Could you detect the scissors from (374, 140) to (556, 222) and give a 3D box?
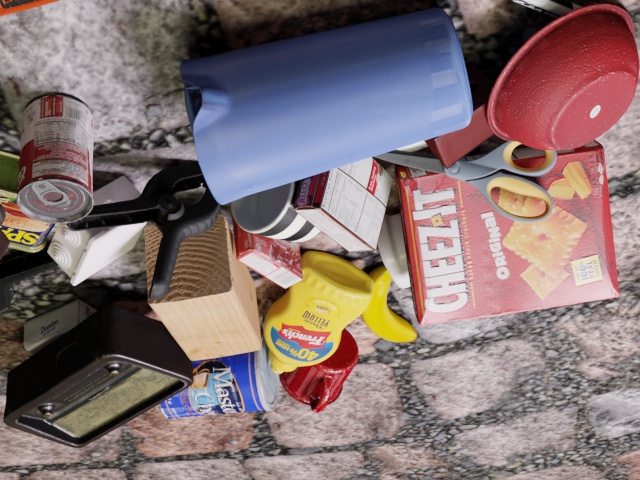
[{"bbox_3d":[0.147,-0.086,1.063,0.201,0.096,0.016,27,-178,-1],"label":"scissors"}]

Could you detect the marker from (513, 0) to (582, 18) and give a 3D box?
[{"bbox_3d":[0.181,-0.213,0.929,0.120,0.020,0.020,14,142,-29],"label":"marker"}]

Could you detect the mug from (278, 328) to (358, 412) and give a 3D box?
[{"bbox_3d":[0.000,0.169,1.403,0.093,0.117,0.082,14,138,-14],"label":"mug"}]

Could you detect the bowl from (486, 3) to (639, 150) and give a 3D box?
[{"bbox_3d":[0.235,-0.135,0.978,0.162,0.055,0.162,-22,147,-16],"label":"bowl"}]

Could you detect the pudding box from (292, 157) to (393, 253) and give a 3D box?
[{"bbox_3d":[0.025,-0.049,1.085,0.039,0.090,0.113,0,156,38],"label":"pudding box"}]

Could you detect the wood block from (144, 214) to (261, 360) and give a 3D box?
[{"bbox_3d":[-0.128,0.058,1.197,0.090,0.091,0.206,-9,156,2],"label":"wood block"}]

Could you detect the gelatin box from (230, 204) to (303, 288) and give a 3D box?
[{"bbox_3d":[-0.058,0.001,1.168,0.030,0.073,0.089,-27,141,26],"label":"gelatin box"}]

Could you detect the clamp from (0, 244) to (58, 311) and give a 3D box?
[{"bbox_3d":[-0.392,0.038,1.197,0.164,0.036,0.210,18,140,-34],"label":"clamp"}]

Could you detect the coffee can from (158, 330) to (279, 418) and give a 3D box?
[{"bbox_3d":[-0.133,0.174,1.382,0.140,0.103,0.103,-6,148,11],"label":"coffee can"}]

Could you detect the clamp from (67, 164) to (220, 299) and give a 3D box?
[{"bbox_3d":[-0.164,-0.029,1.059,0.120,0.171,0.039,37,139,-1],"label":"clamp"}]

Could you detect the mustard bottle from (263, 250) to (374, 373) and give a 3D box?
[{"bbox_3d":[-0.017,0.101,1.308,0.096,0.058,0.192,23,130,-11],"label":"mustard bottle"}]

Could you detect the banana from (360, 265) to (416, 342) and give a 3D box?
[{"bbox_3d":[0.083,0.087,1.359,0.069,0.037,0.198,-8,147,4],"label":"banana"}]

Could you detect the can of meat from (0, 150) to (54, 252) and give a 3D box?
[{"bbox_3d":[-0.310,-0.040,1.075,0.101,0.057,0.084,15,139,-30],"label":"can of meat"}]

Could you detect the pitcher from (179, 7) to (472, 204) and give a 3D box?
[{"bbox_3d":[0.007,-0.122,0.953,0.243,0.149,0.145,-14,119,5],"label":"pitcher"}]

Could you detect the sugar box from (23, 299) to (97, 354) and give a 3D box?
[{"bbox_3d":[-0.286,0.141,1.368,0.093,0.048,0.176,-23,145,23],"label":"sugar box"}]

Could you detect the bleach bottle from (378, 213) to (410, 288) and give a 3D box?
[{"bbox_3d":[0.193,-0.018,1.195,0.251,0.068,0.102,-17,150,11],"label":"bleach bottle"}]

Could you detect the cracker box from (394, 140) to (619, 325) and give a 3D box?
[{"bbox_3d":[0.195,-0.009,1.120,0.213,0.072,0.164,-9,104,2],"label":"cracker box"}]

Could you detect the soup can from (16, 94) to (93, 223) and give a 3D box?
[{"bbox_3d":[-0.244,-0.076,0.987,0.068,0.102,0.068,-5,147,-3],"label":"soup can"}]

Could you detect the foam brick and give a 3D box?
[{"bbox_3d":[0.131,-0.119,1.015,0.078,0.053,0.051,-36,144,2],"label":"foam brick"}]
